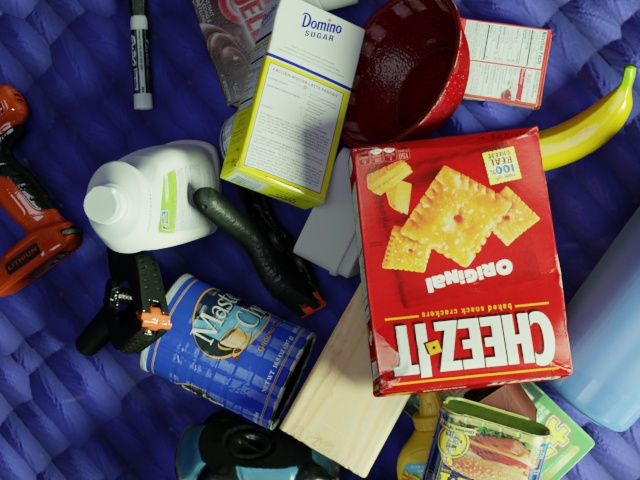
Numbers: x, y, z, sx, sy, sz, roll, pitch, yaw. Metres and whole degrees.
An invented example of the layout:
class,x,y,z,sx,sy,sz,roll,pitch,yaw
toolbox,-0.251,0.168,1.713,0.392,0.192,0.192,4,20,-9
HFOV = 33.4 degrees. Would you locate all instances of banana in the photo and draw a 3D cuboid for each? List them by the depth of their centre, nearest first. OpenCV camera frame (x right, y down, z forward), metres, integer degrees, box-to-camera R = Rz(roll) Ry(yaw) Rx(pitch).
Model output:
class,x,y,z,sx,sy,sz,roll,pitch,yaw
banana,0.206,-0.097,0.993,0.198,0.037,0.069,-23,107,14

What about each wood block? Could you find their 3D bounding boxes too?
class,x,y,z,sx,sy,sz,roll,pitch,yaw
wood block,0.053,0.104,0.987,0.090,0.091,0.206,29,84,6

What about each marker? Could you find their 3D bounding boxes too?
class,x,y,z,sx,sy,sz,roll,pitch,yaw
marker,-0.181,-0.192,1.069,0.020,0.020,0.121,-2,93,10

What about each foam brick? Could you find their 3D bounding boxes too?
class,x,y,z,sx,sy,sz,roll,pitch,yaw
foam brick,0.164,0.158,0.982,0.053,0.078,0.051,-35,89,13

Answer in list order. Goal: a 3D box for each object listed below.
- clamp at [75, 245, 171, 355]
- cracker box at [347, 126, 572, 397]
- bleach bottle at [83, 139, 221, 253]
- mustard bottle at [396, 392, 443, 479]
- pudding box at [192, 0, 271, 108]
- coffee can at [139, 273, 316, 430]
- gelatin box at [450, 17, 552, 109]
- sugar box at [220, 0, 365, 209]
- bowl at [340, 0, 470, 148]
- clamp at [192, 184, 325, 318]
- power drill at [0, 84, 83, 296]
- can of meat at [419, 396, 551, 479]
class,x,y,z,sx,sy,sz,roll,pitch,yaw
clamp,-0.189,0.061,1.013,0.036,0.210,0.164,8,103,-27
cracker box,0.116,0.019,0.912,0.164,0.072,0.214,-6,79,0
bleach bottle,-0.151,-0.043,0.955,0.068,0.250,0.102,-2,93,10
mustard bottle,0.123,0.233,1.009,0.096,0.058,0.191,-10,97,32
pudding box,-0.063,-0.196,1.038,0.090,0.039,0.113,-19,90,9
coffee can,-0.088,0.107,1.028,0.140,0.102,0.103,24,97,7
gelatin box,0.168,-0.166,1.004,0.089,0.030,0.073,9,93,9
sugar box,-0.024,-0.127,0.976,0.093,0.048,0.176,21,72,-24
bowl,0.084,-0.148,0.983,0.055,0.162,0.162,24,100,-36
clamp,-0.057,0.001,1.013,0.039,0.120,0.171,-32,90,31
power drill,-0.345,-0.039,1.087,0.184,0.057,0.187,-33,87,10
can of meat,0.142,0.190,0.923,0.102,0.057,0.084,15,99,11
